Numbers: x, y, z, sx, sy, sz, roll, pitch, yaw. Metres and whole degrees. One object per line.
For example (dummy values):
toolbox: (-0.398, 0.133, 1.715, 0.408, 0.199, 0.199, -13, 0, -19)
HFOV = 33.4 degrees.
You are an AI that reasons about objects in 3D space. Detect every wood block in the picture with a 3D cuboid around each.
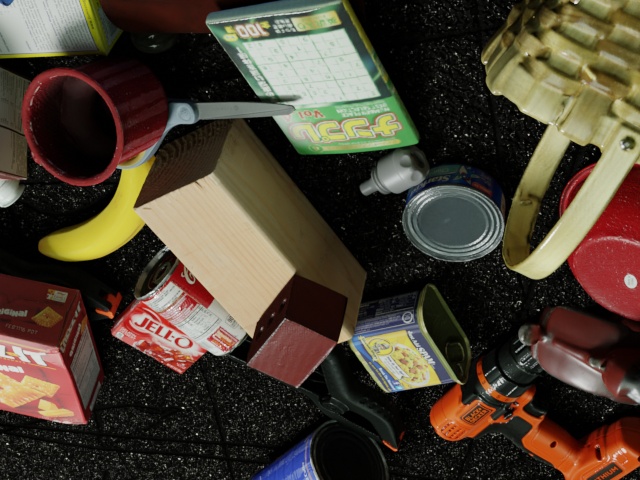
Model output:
wood block: (-0.056, 0.002, 0.937, 0.091, 0.090, 0.206, -21, 124, 29)

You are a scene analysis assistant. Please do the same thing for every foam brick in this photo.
foam brick: (-0.020, 0.077, 0.898, 0.051, 0.053, 0.078, 27, 132, -12)

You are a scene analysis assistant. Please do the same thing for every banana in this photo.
banana: (-0.196, -0.027, 0.986, 0.069, 0.037, 0.198, 50, 128, 7)

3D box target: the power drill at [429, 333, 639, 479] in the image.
power drill: (0.226, 0.168, 1.045, 0.187, 0.057, 0.185, 30, 136, -10)

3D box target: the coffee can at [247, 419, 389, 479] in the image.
coffee can: (-0.008, 0.271, 1.168, 0.102, 0.102, 0.141, 33, 132, -16)

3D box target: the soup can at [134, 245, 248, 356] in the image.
soup can: (-0.117, 0.056, 1.018, 0.102, 0.068, 0.069, 40, 129, -23)

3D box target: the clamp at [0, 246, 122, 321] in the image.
clamp: (-0.287, 0.039, 1.065, 0.171, 0.039, 0.120, 6, 147, 9)

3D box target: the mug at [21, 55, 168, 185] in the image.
mug: (-0.182, -0.094, 0.849, 0.117, 0.081, 0.093, -31, 96, 32)

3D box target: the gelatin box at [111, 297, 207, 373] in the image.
gelatin box: (-0.157, 0.090, 1.086, 0.089, 0.030, 0.073, 33, 132, -17)

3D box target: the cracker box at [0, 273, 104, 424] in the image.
cracker box: (-0.317, 0.109, 1.080, 0.164, 0.072, 0.214, 12, 151, 2)

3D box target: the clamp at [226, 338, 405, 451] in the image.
clamp: (0.020, 0.150, 1.069, 0.209, 0.036, 0.165, 38, 154, -24)

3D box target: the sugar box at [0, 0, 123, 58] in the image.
sugar box: (-0.252, -0.191, 0.838, 0.176, 0.048, 0.093, 3, 133, 16)

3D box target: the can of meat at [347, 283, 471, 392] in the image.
can of meat: (0.084, 0.096, 1.012, 0.084, 0.057, 0.102, -15, 127, 29)

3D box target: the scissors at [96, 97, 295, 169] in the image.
scissors: (-0.115, -0.090, 0.880, 0.202, 0.016, 0.096, 17, 122, 19)

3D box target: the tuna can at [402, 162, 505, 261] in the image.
tuna can: (0.114, -0.024, 0.907, 0.086, 0.033, 0.086, 7, 134, 8)

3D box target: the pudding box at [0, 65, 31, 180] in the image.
pudding box: (-0.275, -0.099, 0.864, 0.039, 0.090, 0.113, 0, 176, 9)
